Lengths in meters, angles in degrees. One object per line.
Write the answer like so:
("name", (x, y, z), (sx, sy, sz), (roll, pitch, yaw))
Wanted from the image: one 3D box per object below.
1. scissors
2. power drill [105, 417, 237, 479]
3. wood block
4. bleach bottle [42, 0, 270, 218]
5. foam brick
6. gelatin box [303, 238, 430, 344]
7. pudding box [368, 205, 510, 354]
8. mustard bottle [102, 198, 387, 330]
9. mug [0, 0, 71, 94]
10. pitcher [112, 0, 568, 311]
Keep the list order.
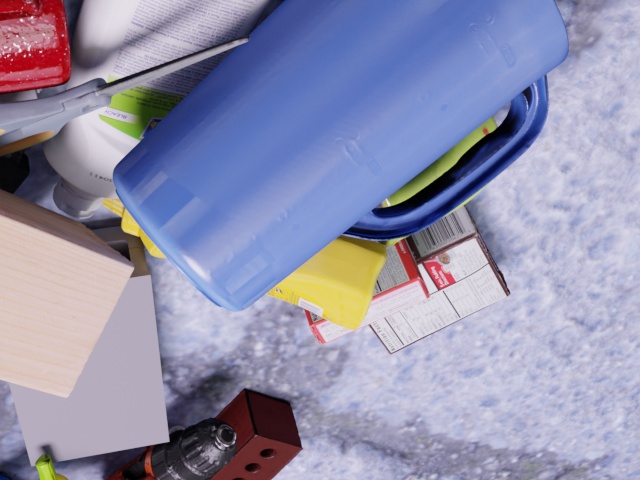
("scissors", (-0.140, -0.074, 0.560), (0.202, 0.016, 0.096), (-17, 176, 36))
("power drill", (-0.159, 0.223, 0.834), (0.057, 0.187, 0.185), (50, 132, -1))
("wood block", (-0.221, 0.006, 0.585), (0.205, 0.090, 0.091), (26, 93, -41))
("bleach bottle", (-0.104, -0.110, 0.617), (0.102, 0.068, 0.251), (15, 129, -30))
("foam brick", (-0.063, 0.175, 0.916), (0.052, 0.051, 0.078), (22, 123, -34))
("gelatin box", (0.026, 0.027, 0.785), (0.089, 0.073, 0.030), (-25, 137, 6))
("pudding box", (0.082, 0.032, 0.836), (0.113, 0.039, 0.090), (-26, 137, 10))
("mustard bottle", (-0.054, 0.000, 0.708), (0.191, 0.058, 0.096), (20, 168, 2))
("mug", (-0.176, -0.117, 0.554), (0.081, 0.117, 0.093), (-10, 95, -16))
("pitcher", (0.013, -0.068, 0.599), (0.243, 0.149, 0.145), (-41, 169, -1))
